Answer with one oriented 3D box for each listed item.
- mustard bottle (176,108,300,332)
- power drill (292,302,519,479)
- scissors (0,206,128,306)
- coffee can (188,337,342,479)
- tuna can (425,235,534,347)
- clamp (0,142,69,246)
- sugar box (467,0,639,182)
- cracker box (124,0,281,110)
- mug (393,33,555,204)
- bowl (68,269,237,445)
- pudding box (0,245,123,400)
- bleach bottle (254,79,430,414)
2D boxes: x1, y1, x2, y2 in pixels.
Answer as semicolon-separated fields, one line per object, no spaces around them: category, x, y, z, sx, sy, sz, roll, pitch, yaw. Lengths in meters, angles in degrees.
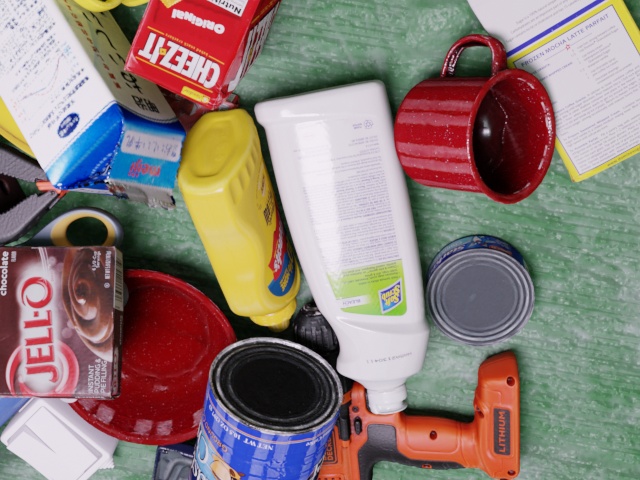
mustard bottle;-0.055;0.001;0.818;0.058;0.096;0.191;-6;132;11
power drill;0.070;0.134;0.889;0.188;0.057;0.184;-2;112;9
scissors;-0.240;-0.002;0.828;0.201;0.016;0.096;22;104;-2
coffee can;-0.047;0.162;0.836;0.103;0.102;0.140;14;125;0
tuna can;0.127;0.040;0.855;0.086;0.033;0.086;2;112;5
clamp;-0.278;-0.040;0.802;0.171;0.039;0.120;-17;102;2
sugar box;0.182;-0.139;0.771;0.093;0.048;0.176;-29;103;17
cracker box;-0.040;-0.208;0.700;0.072;0.164;0.214;26;112;-3
mug;0.107;-0.088;0.760;0.082;0.093;0.117;11;104;50
bowl;-0.141;0.088;0.890;0.162;0.055;0.162;2;112;5
pudding box;-0.194;0.061;0.793;0.090;0.039;0.113;0;80;3
bleach bottle;0.023;0.010;0.809;0.102;0.068;0.251;-10;99;5
